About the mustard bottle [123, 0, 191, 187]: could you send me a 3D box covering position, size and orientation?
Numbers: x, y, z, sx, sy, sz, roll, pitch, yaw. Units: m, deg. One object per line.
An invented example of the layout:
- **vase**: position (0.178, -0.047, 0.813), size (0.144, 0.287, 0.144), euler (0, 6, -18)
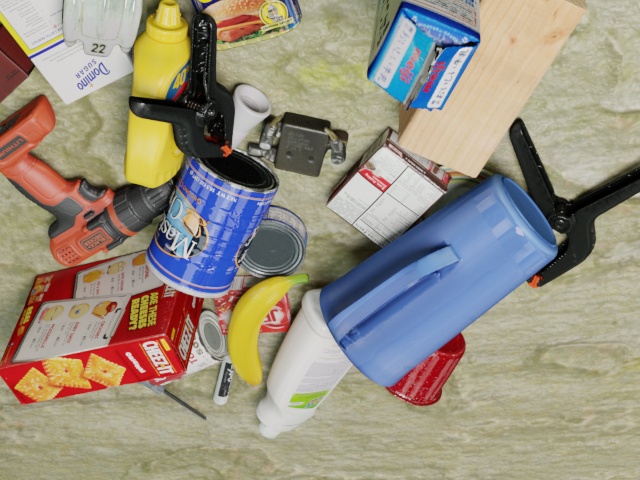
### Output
- **mustard bottle**: position (-0.162, -0.155, 1.084), size (0.058, 0.096, 0.192), euler (16, 128, 5)

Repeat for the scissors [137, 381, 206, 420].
- **scissors**: position (-0.213, 0.189, 1.374), size (0.201, 0.096, 0.016), euler (39, 83, -20)

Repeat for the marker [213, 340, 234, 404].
- **marker**: position (-0.120, 0.165, 1.377), size (0.020, 0.020, 0.121), euler (13, 128, -4)

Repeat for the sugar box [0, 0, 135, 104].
- **sugar box**: position (-0.267, -0.230, 1.070), size (0.093, 0.048, 0.176), euler (-21, 126, 19)

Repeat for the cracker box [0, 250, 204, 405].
- **cracker box**: position (-0.249, 0.097, 1.247), size (0.214, 0.164, 0.072), euler (-12, 127, 15)

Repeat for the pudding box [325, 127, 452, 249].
- **pudding box**: position (0.073, -0.053, 1.165), size (0.090, 0.039, 0.114), euler (37, 128, -9)

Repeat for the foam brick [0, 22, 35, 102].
- **foam brick**: position (-0.339, -0.180, 1.113), size (0.078, 0.051, 0.053), euler (-32, 119, 27)

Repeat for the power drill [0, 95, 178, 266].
- **power drill**: position (-0.273, -0.069, 1.188), size (0.185, 0.057, 0.187), euler (-29, 119, 22)

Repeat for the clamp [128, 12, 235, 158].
- **clamp**: position (-0.129, -0.128, 1.049), size (0.039, 0.120, 0.171), euler (33, 156, 29)

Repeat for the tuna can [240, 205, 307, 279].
- **tuna can**: position (-0.058, 0.002, 1.234), size (0.086, 0.033, 0.086), euler (3, 128, 4)

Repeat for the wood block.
- **wood block**: position (0.160, -0.176, 1.037), size (0.090, 0.090, 0.206), euler (22, 127, -11)

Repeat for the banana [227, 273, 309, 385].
- **banana**: position (-0.077, 0.106, 1.275), size (0.069, 0.037, 0.198), euler (19, 130, -8)

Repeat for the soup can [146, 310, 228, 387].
- **soup can**: position (-0.172, 0.135, 1.328), size (0.102, 0.068, 0.068), euler (-24, 122, 23)

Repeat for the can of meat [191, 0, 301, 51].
- **can of meat**: position (-0.076, -0.239, 1.036), size (0.102, 0.057, 0.084), euler (-10, 129, 14)

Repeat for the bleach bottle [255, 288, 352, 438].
- **bleach bottle**: position (-0.023, 0.164, 1.328), size (0.102, 0.068, 0.251), euler (3, 136, -33)

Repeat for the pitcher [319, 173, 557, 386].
- **pitcher**: position (0.122, 0.040, 1.129), size (0.243, 0.149, 0.145), euler (-38, 116, 21)

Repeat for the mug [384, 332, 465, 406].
- **mug**: position (0.112, 0.136, 1.283), size (0.117, 0.093, 0.082), euler (12, 125, -23)

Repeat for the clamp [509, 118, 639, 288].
- **clamp**: position (0.255, -0.035, 1.169), size (0.164, 0.036, 0.210), euler (22, 131, 1)

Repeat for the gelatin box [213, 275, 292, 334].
- **gelatin box**: position (-0.082, 0.079, 1.299), size (0.089, 0.030, 0.073), euler (-2, 128, 9)

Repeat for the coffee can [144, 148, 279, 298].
- **coffee can**: position (-0.119, -0.023, 1.160), size (0.102, 0.103, 0.140), euler (22, 113, -11)
